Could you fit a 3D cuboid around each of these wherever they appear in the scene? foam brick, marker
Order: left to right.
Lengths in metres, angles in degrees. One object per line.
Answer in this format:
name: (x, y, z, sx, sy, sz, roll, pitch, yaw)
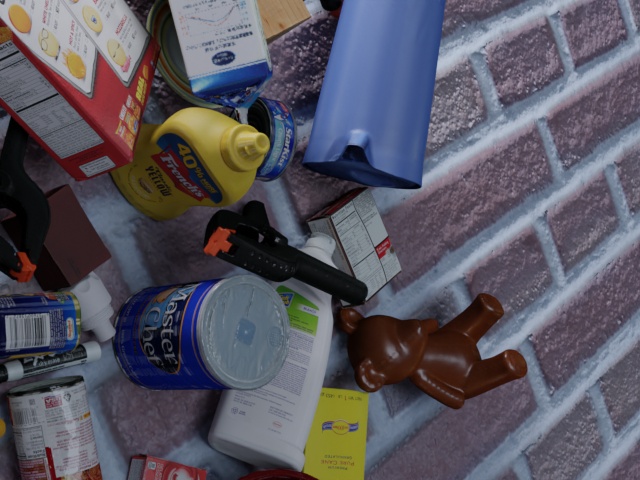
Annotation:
marker: (-0.249, 0.109, 0.940, 0.120, 0.020, 0.020, -11, 92, -43)
foam brick: (-0.235, -0.002, 0.947, 0.052, 0.051, 0.078, -40, 111, -38)

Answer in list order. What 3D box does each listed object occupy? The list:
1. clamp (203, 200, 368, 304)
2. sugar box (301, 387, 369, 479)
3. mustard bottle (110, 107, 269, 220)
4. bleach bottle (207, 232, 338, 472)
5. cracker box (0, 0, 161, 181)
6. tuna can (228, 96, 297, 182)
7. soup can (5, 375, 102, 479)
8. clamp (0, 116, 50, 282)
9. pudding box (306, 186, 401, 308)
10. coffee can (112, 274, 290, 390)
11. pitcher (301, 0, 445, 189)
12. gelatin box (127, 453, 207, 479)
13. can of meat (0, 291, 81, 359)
clamp: (-0.057, 0.001, 1.026, 0.036, 0.165, 0.209, -57, 152, 11)
sugar box: (0.003, 0.247, 1.137, 0.093, 0.048, 0.176, 12, 75, -41)
mustard bottle: (-0.113, -0.073, 0.973, 0.058, 0.192, 0.096, -48, 115, -36)
bleach bottle: (-0.028, 0.107, 1.099, 0.102, 0.068, 0.250, 20, 64, 1)
cracker box: (-0.234, -0.179, 0.906, 0.213, 0.072, 0.164, 50, 31, -38)
tuna can: (-0.064, -0.105, 1.098, 0.033, 0.086, 0.086, 6, 80, -41)
soup can: (-0.228, 0.173, 0.917, 0.068, 0.069, 0.102, -11, 91, -43)
clamp: (-0.283, -0.045, 0.880, 0.120, 0.039, 0.171, -11, 69, -21)
pudding box: (0.039, 0.007, 1.205, 0.089, 0.039, 0.113, -36, 107, -48)
coffee can: (-0.111, 0.088, 0.987, 0.102, 0.141, 0.103, 8, 79, -42)
pitcher: (0.067, -0.180, 1.180, 0.144, 0.149, 0.243, 14, 86, -33)
gelatin box: (-0.150, 0.252, 1.004, 0.073, 0.030, 0.089, 25, 68, -38)
can of meat: (-0.258, 0.071, 0.881, 0.083, 0.102, 0.057, 0, 85, -45)
